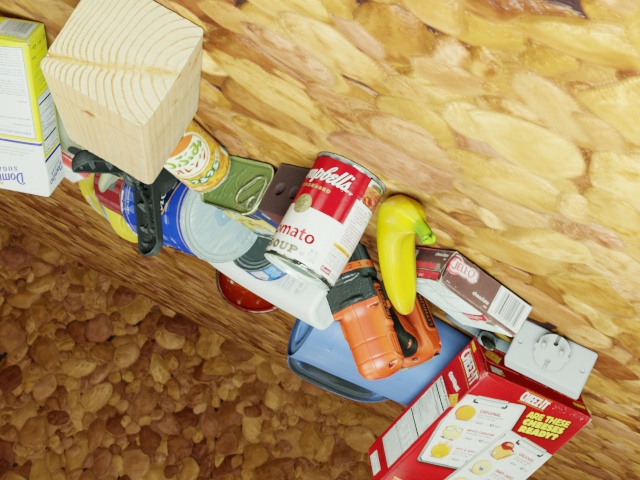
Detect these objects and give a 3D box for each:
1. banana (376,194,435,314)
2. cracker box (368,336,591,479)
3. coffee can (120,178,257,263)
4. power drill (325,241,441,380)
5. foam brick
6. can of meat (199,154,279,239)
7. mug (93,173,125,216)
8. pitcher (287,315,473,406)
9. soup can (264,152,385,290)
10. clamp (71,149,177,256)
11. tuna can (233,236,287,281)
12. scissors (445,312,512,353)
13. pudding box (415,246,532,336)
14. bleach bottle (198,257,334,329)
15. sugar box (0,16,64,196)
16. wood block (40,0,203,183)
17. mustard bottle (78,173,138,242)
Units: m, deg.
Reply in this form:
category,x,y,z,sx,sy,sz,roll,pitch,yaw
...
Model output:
category,x,y,z,sx,sy,sz,roll,pitch,yaw
banana,0.071,0.007,0.954,0.037,0.069,0.198,-9,159,-3
cracker box,0.183,0.228,1.263,0.164,0.214,0.072,25,-151,-25
coffee can,-0.144,-0.037,1.186,0.102,0.103,0.141,37,166,-37
power drill,0.056,0.058,1.092,0.057,0.184,0.187,-23,162,18
foam brick,-0.009,-0.033,1.007,0.078,0.053,0.051,16,163,47
can of meat,-0.060,-0.039,1.095,0.083,0.057,0.102,35,168,-39
mug,-0.227,-0.070,1.275,0.082,0.093,0.117,24,172,47
pitcher,0.084,0.140,1.329,0.242,0.145,0.149,28,169,-10
soup can,0.003,-0.016,0.926,0.068,0.102,0.068,28,169,6
clamp,-0.174,-0.060,1.051,0.039,0.171,0.120,-20,108,24
tuna can,-0.058,0.001,1.191,0.086,0.086,0.033,19,166,41
scissors,0.162,0.095,1.136,0.096,0.016,0.201,31,-176,21
pudding box,0.137,0.048,1.050,0.113,0.039,0.090,37,168,-25
bleach bottle,-0.071,0.007,1.262,0.251,0.102,0.068,29,165,31
sugar box,-0.309,-0.131,1.044,0.093,0.048,0.176,11,131,9
wood block,-0.158,-0.124,0.877,0.091,0.090,0.206,30,169,-2
mustard bottle,-0.271,-0.046,1.450,0.192,0.058,0.096,35,158,57
